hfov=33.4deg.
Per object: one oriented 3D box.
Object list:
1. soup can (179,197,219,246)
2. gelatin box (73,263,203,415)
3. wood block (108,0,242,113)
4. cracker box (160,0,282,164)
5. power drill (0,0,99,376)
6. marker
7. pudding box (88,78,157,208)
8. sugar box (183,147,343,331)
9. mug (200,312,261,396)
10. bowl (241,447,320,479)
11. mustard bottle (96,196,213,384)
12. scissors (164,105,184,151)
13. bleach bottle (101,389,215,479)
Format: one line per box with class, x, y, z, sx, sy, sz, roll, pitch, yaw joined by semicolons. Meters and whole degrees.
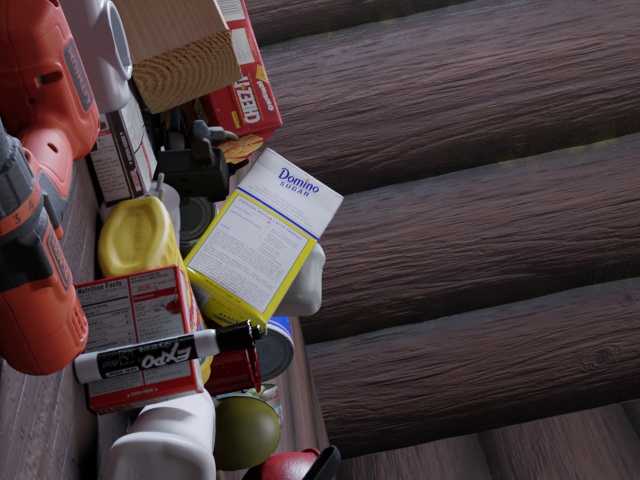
soup can;-0.133;-0.011;1.130;0.102;0.068;0.068;73;5;-71
gelatin box;-0.122;0.066;0.719;0.030;0.073;0.089;77;1;-71
wood block;-0.152;-0.231;0.953;0.090;0.091;0.206;78;-11;-69
cracker box;-0.122;-0.158;1.104;0.214;0.072;0.164;-30;-103;67
power drill;-0.161;-0.051;0.548;0.187;0.057;0.184;-96;179;-49
marker;-0.097;0.071;0.687;0.020;0.121;0.020;-12;90;-89
pudding box;-0.169;-0.087;0.891;0.113;0.039;0.090;-107;-178;-71
sugar box;-0.056;0.001;0.980;0.176;0.093;0.048;-57;-179;-43
mug;-0.107;0.093;0.988;0.093;0.081;0.117;-99;177;-64
bowl;-0.056;0.282;1.093;0.162;0.055;0.162;-57;-162;30
mustard bottle;-0.127;0.063;0.875;0.096;0.058;0.191;-97;176;-47
scissors;-0.154;-0.103;1.098;0.202;0.016;0.096;-169;-101;-78
bleach bottle;-0.104;0.148;0.754;0.251;0.068;0.102;-105;-157;-81
